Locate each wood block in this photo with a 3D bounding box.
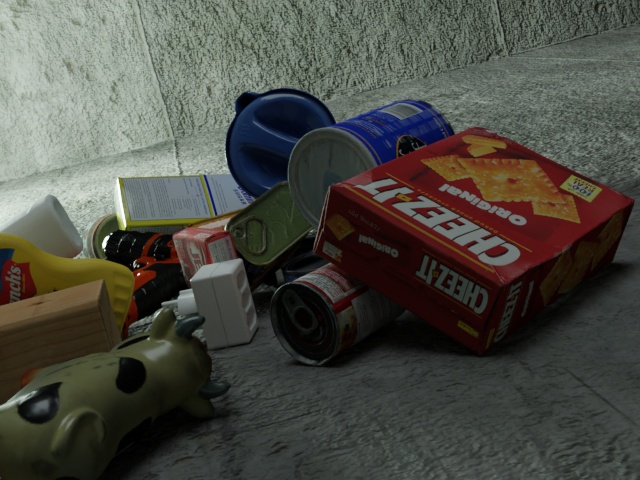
[{"bbox_3d":[-0.264,0.106,0.852,0.206,0.090,0.091,-15,11,-6],"label":"wood block"}]

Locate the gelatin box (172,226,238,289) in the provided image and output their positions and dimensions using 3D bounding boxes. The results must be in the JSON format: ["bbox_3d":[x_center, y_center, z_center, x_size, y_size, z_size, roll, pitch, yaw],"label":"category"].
[{"bbox_3d":[-0.101,0.033,1.003,0.030,0.089,0.073,-24,16,-28],"label":"gelatin box"}]

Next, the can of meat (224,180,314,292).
[{"bbox_3d":[-0.057,0.001,1.045,0.102,0.057,0.084,-40,-8,-34],"label":"can of meat"}]

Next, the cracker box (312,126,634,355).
[{"bbox_3d":[0.127,-0.013,0.854,0.164,0.072,0.213,31,35,29],"label":"cracker box"}]

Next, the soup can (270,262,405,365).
[{"bbox_3d":[0.018,0.049,0.852,0.069,0.068,0.102,-3,16,41],"label":"soup can"}]

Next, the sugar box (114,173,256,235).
[{"bbox_3d":[-0.163,-0.038,1.330,0.176,0.048,0.093,-1,44,-20],"label":"sugar box"}]

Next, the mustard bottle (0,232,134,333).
[{"bbox_3d":[-0.264,0.045,0.920,0.191,0.096,0.058,17,4,-20],"label":"mustard bottle"}]

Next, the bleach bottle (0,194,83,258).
[{"bbox_3d":[-0.361,0.045,1.059,0.250,0.068,0.103,-30,10,-5],"label":"bleach bottle"}]

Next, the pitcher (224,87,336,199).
[{"bbox_3d":[-0.018,-0.088,1.308,0.145,0.149,0.242,3,-5,10],"label":"pitcher"}]

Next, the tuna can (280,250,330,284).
[{"bbox_3d":[0.007,0.031,1.027,0.086,0.034,0.086,-13,12,3],"label":"tuna can"}]

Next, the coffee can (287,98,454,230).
[{"bbox_3d":[0.052,-0.070,1.007,0.103,0.103,0.140,-3,15,40],"label":"coffee can"}]

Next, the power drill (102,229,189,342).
[{"bbox_3d":[-0.198,0.041,1.085,0.185,0.057,0.187,10,26,33],"label":"power drill"}]
